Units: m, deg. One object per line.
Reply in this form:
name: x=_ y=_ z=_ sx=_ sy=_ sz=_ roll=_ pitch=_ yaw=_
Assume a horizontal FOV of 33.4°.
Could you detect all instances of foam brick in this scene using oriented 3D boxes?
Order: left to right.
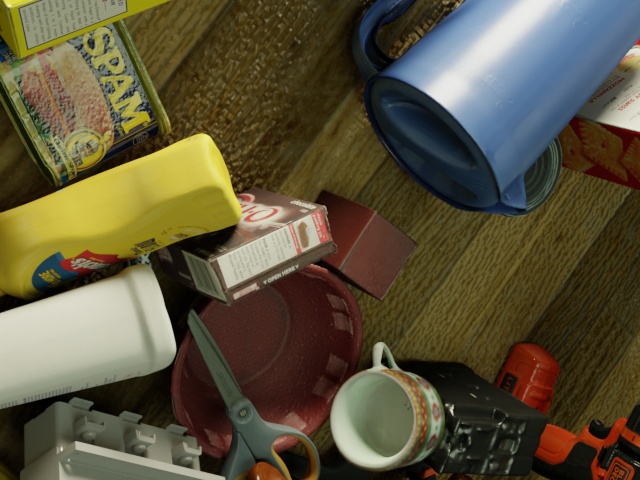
foam brick: x=0.024 y=0.003 z=0.807 sx=0.051 sy=0.078 sz=0.053 roll=37 pitch=85 yaw=-34

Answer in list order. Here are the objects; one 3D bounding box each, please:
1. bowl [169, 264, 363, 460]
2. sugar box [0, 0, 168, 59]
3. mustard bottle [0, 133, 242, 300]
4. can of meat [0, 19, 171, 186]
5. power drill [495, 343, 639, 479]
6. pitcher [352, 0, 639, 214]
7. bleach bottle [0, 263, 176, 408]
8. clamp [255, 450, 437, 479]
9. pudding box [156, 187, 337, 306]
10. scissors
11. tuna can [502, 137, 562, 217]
bowl: x=-0.049 y=0.082 z=0.797 sx=0.161 sy=0.055 sz=0.162 roll=-15 pitch=119 yaw=-29
sugar box: x=-0.123 y=-0.180 z=0.643 sx=0.176 sy=0.093 sz=0.048 roll=-25 pitch=148 yaw=-23
mustard bottle: x=-0.149 y=-0.007 z=0.681 sx=0.191 sy=0.096 sz=0.058 roll=-20 pitch=82 yaw=0
can of meat: x=-0.156 y=-0.095 z=0.676 sx=0.083 sy=0.058 sz=0.102 roll=-31 pitch=119 yaw=-17
power drill: x=0.229 y=0.157 z=0.920 sx=0.057 sy=0.188 sz=0.184 roll=21 pitch=96 yaw=-34
pitcher: x=0.150 y=-0.153 z=0.813 sx=0.242 sy=0.145 sz=0.149 roll=-45 pitch=136 yaw=-16
bleach bottle: x=-0.221 y=0.082 z=0.659 sx=0.250 sy=0.103 sz=0.068 roll=-16 pitch=82 yaw=-18
clamp: x=0.014 y=0.209 z=0.879 sx=0.209 sy=0.036 sz=0.164 roll=-21 pitch=95 yaw=-39
pudding box: x=-0.055 y=0.001 z=0.736 sx=0.090 sy=0.114 sz=0.039 roll=-27 pitch=113 yaw=-23
scissors: x=-0.067 y=0.140 z=0.762 sx=0.096 sy=0.016 sz=0.201 roll=-49 pitch=130 yaw=-10
tuna can: x=0.161 y=-0.063 z=0.896 sx=0.086 sy=0.034 sz=0.086 roll=-11 pitch=111 yaw=-29
